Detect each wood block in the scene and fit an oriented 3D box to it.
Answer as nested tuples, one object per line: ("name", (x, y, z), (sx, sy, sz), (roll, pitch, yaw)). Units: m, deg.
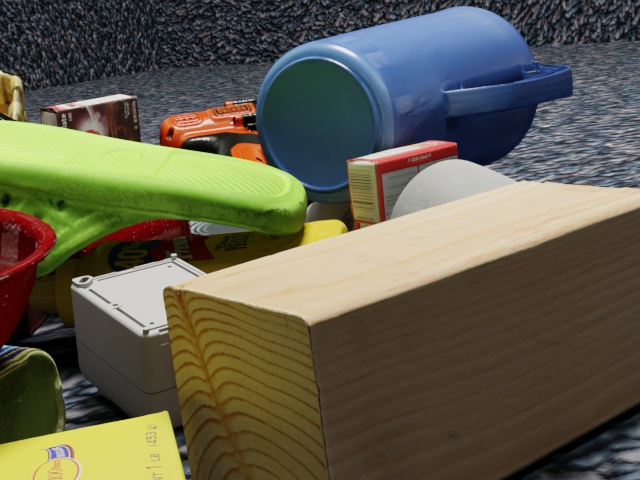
("wood block", (0.051, 0.040, 0.438), (0.205, 0.091, 0.090), (-17, 16, -38))

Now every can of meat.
("can of meat", (-0.171, 0.078, 0.455), (0.084, 0.057, 0.102), (2, 16, 23))

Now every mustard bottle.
("mustard bottle", (-0.079, 0.026, 0.631), (0.191, 0.058, 0.096), (-5, 18, 7))

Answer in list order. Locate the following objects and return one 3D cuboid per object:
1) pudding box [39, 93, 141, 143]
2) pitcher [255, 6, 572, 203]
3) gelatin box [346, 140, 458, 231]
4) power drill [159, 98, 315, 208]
("pudding box", (-0.216, -0.078, 1.020), (0.039, 0.113, 0.089), (11, 22, 44))
("pitcher", (0.069, -0.102, 0.786), (0.145, 0.149, 0.242), (46, 32, 13))
("gelatin box", (0.055, -0.013, 0.667), (0.073, 0.089, 0.030), (-16, 17, -39))
("power drill", (-0.034, -0.069, 0.915), (0.184, 0.057, 0.188), (-11, 30, -14))
